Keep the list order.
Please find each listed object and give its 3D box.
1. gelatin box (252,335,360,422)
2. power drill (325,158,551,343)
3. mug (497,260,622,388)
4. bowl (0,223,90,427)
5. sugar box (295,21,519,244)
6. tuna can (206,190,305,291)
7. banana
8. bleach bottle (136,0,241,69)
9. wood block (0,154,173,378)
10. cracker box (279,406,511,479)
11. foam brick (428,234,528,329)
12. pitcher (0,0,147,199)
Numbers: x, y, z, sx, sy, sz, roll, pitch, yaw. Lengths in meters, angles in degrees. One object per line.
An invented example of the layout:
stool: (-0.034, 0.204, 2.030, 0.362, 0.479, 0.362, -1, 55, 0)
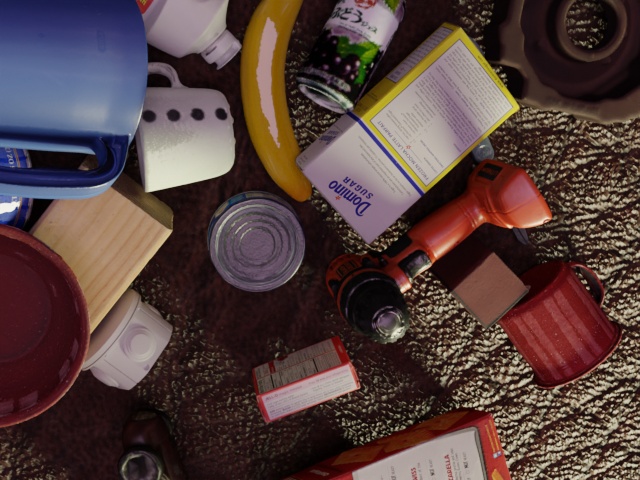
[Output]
gelatin box: (-0.015, 0.123, 0.947, 0.089, 0.073, 0.030, -21, 104, -2)
power drill: (0.093, 0.008, 0.880, 0.187, 0.184, 0.057, -33, 104, -2)
mug: (0.216, 0.065, 0.962, 0.117, 0.093, 0.081, -43, 101, -28)
bowl: (-0.255, 0.059, 0.817, 0.162, 0.055, 0.162, -1, 102, -6)
sugar box: (0.073, -0.090, 0.903, 0.176, 0.048, 0.093, -41, 111, 4)
tuna can: (-0.056, 0.001, 0.934, 0.086, 0.034, 0.086, -2, 103, -7)
banana: (-0.034, -0.131, 0.905, 0.069, 0.037, 0.198, 3, 103, -8)
bleach bottle: (-0.153, -0.243, 0.850, 0.103, 0.068, 0.250, -41, 106, 11)
wood block: (-0.221, 0.036, 0.892, 0.090, 0.091, 0.206, 38, 96, -14)
cracker box: (0.072, 0.262, 0.954, 0.213, 0.072, 0.164, -18, 93, -18)
foam brick: (0.139, 0.034, 0.944, 0.051, 0.078, 0.053, -45, 107, 3)
pitcher: (-0.254, -0.119, 0.765, 0.242, 0.149, 0.145, -2, 115, -33)
